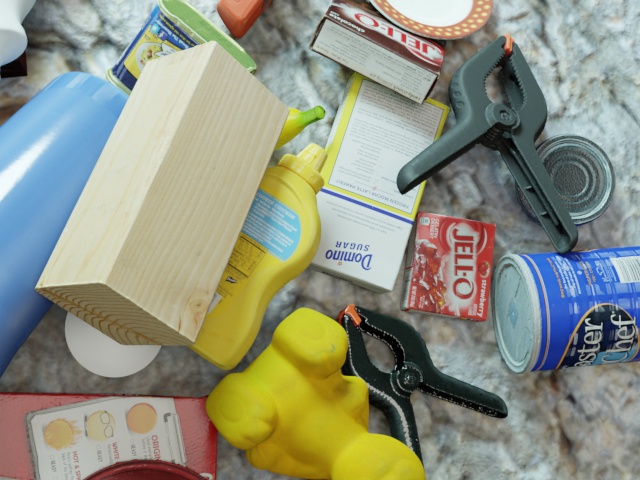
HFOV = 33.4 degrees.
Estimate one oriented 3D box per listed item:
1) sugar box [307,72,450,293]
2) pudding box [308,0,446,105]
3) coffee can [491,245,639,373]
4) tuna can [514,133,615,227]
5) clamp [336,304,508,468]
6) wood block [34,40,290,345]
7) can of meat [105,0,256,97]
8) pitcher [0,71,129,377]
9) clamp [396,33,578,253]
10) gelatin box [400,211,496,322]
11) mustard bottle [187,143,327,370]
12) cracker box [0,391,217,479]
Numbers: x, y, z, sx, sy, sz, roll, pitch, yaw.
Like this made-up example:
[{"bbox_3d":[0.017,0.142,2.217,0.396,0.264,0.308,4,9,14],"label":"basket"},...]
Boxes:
[{"bbox_3d":[0.043,-0.050,0.938,0.093,0.048,0.176,20,83,-8],"label":"sugar box"},{"bbox_3d":[0.052,-0.171,0.934,0.113,0.090,0.039,24,119,-3],"label":"pudding box"},{"bbox_3d":[0.231,0.058,0.923,0.140,0.103,0.103,-4,83,-10],"label":"coffee can"},{"bbox_3d":[0.223,-0.053,0.971,0.086,0.034,0.086,1,82,-8],"label":"tuna can"},{"bbox_3d":[0.069,0.133,0.917,0.171,0.039,0.120,41,60,2],"label":"clamp"},{"bbox_3d":[-0.113,-0.034,0.793,0.090,0.090,0.206,40,59,-36],"label":"wood block"},{"bbox_3d":[-0.116,-0.144,0.901,0.102,0.057,0.084,40,114,-1],"label":"can of meat"},{"bbox_3d":[-0.235,-0.013,0.829,0.242,0.149,0.145,-56,133,-35],"label":"pitcher"},{"bbox_3d":[0.143,-0.097,0.922,0.164,0.036,0.210,14,57,-17],"label":"clamp"},{"bbox_3d":[0.114,0.023,0.946,0.073,0.030,0.089,9,81,-8],"label":"gelatin box"},{"bbox_3d":[-0.056,0.001,0.852,0.096,0.058,0.191,32,78,17],"label":"mustard bottle"},{"bbox_3d":[-0.193,0.204,0.856,0.213,0.072,0.164,3,84,-9],"label":"cracker box"}]
